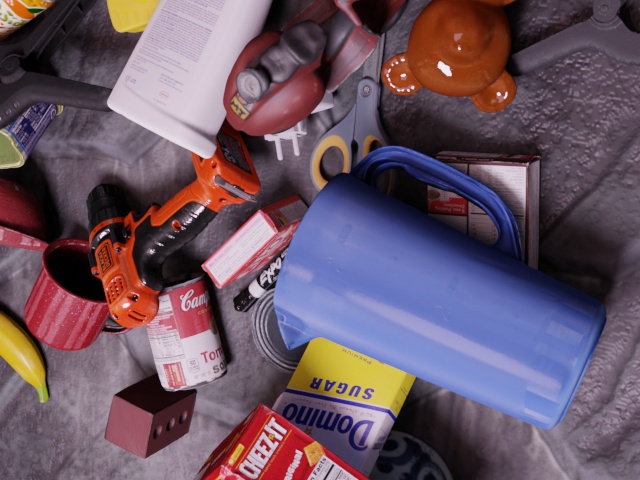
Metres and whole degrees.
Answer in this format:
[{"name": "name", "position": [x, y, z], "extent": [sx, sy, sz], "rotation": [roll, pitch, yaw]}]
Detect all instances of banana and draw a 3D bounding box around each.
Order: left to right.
[{"name": "banana", "position": [-0.374, 0.103, 1.192], "extent": [0.198, 0.037, 0.070], "rotation": [36, 115, 16]}]

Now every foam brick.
[{"name": "foam brick", "position": [-0.171, 0.176, 1.081], "extent": [0.051, 0.078, 0.053], "rotation": [23, 112, 22]}]

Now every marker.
[{"name": "marker", "position": [-0.043, 0.030, 1.010], "extent": [0.121, 0.020, 0.020], "rotation": [-44, 81, 29]}]

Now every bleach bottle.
[{"name": "bleach bottle", "position": [-0.082, -0.203, 0.911], "extent": [0.103, 0.068, 0.251], "rotation": [28, 90, 26]}]

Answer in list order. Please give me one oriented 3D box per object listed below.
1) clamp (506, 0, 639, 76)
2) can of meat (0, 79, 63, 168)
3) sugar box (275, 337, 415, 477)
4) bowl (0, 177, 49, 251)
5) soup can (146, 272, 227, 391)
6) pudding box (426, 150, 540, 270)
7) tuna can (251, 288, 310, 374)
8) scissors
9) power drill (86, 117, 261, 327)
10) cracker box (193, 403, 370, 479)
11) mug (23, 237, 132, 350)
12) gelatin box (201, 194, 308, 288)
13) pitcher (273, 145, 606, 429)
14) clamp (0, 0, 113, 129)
[{"name": "clamp", "position": [0.216, -0.186, 0.812], "extent": [0.172, 0.039, 0.120], "rotation": [4, 107, 27]}, {"name": "can of meat", "position": [-0.323, -0.118, 1.074], "extent": [0.102, 0.084, 0.057], "rotation": [-3, 137, 28]}, {"name": "sugar box", "position": [0.033, 0.111, 0.924], "extent": [0.093, 0.048, 0.176], "rotation": [21, 73, 21]}, {"name": "bowl", "position": [-0.348, -0.036, 1.095], "extent": [0.162, 0.162, 0.055], "rotation": [9, 79, 25]}, {"name": "soup can", "position": [-0.135, 0.089, 1.046], "extent": [0.069, 0.068, 0.102], "rotation": [-9, 99, 29]}, {"name": "pudding box", "position": [0.136, -0.016, 0.895], "extent": [0.090, 0.039, 0.113], "rotation": [5, 108, 24]}, {"name": "tuna can", "position": [-0.020, 0.080, 1.003], "extent": [0.086, 0.033, 0.086], "rotation": [7, 106, 26]}, {"name": "scissors", "position": [0.027, -0.123, 0.938], "extent": [0.096, 0.016, 0.202], "rotation": [-3, 96, 33]}, {"name": "power drill", "position": [-0.147, -0.035, 1.001], "extent": [0.188, 0.057, 0.184], "rotation": [-46, 44, 20]}, {"name": "cracker box", "position": [-0.003, 0.245, 0.899], "extent": [0.213, 0.072, 0.164], "rotation": [36, 149, -1]}, {"name": "mug", "position": [-0.241, 0.062, 1.092], "extent": [0.117, 0.093, 0.082], "rotation": [22, 123, -18]}, {"name": "gelatin box", "position": [-0.057, 0.001, 0.979], "extent": [0.089, 0.073, 0.030], "rotation": [-43, 81, 29]}, {"name": "pitcher", "position": [0.098, 0.041, 0.844], "extent": [0.243, 0.144, 0.149], "rotation": [24, 128, 14]}, {"name": "clamp", "position": [-0.281, -0.167, 1.017], "extent": [0.210, 0.036, 0.164], "rotation": [-15, 59, 17]}]
